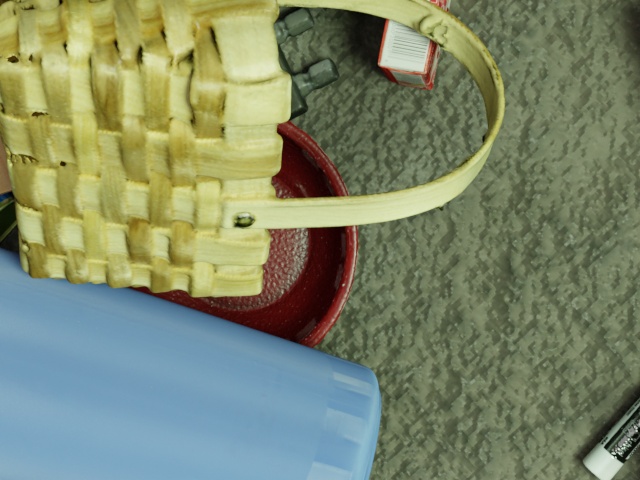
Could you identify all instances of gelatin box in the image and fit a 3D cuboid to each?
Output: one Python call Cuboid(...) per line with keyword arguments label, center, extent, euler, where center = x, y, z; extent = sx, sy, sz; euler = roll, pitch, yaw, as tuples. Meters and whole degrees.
Cuboid(label="gelatin box", center=(0.058, -0.134, 0.603), extent=(0.030, 0.073, 0.089), euler=(12, 93, 8))

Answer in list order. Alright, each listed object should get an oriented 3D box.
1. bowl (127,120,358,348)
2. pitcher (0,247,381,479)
Cuboid(label="bowl", center=(-0.054, 0.001, 0.636), extent=(0.162, 0.055, 0.162), euler=(0, 93, 10))
Cuboid(label="pitcher", center=(-0.099, 0.093, 0.563), extent=(0.242, 0.149, 0.145), euler=(16, 102, -4))
